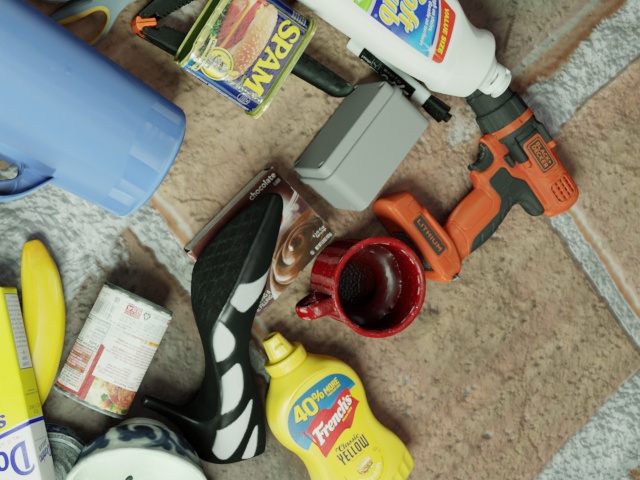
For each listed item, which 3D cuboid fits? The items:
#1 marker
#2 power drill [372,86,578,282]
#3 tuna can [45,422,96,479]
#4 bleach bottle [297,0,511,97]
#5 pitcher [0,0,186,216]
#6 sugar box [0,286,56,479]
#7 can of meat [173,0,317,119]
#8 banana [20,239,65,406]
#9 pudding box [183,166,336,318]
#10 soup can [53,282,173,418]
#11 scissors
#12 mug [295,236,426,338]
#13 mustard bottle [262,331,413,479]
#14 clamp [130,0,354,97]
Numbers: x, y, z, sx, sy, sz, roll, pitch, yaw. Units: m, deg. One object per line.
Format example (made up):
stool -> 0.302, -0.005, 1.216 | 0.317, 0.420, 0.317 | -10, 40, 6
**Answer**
marker -> 0.076, -0.153, 1.015 | 0.121, 0.020, 0.020 | 40, 79, 5
power drill -> 0.145, -0.064, 1.048 | 0.187, 0.057, 0.184 | -39, 99, -13
tuna can -> -0.241, 0.205, 0.934 | 0.086, 0.034, 0.086 | -1, 94, -20
bleach bottle -> 0.075, -0.215, 0.975 | 0.250, 0.068, 0.102 | 30, 81, -21
pitcher -> -0.240, -0.111, 0.868 | 0.242, 0.145, 0.149 | 31, 110, -22
sugar box -> -0.282, 0.133, 0.880 | 0.093, 0.048, 0.176 | -14, 84, 3
can of meat -> -0.066, -0.171, 0.927 | 0.083, 0.057, 0.102 | 32, 91, -21
banana -> -0.259, 0.100, 0.920 | 0.069, 0.037, 0.198 | 24, 85, -22
pudding box -> -0.056, 0.001, 0.987 | 0.113, 0.039, 0.090 | -47, 107, -11
soup can -> -0.180, 0.095, 0.932 | 0.068, 0.069, 0.102 | 27, 83, -20
scissors -> -0.164, -0.231, 0.905 | 0.202, 0.016, 0.096 | -31, 105, 9
mug -> 0.030, 0.045, 0.999 | 0.117, 0.082, 0.093 | -26, 102, -17
mustard bottle -> 0.004, 0.166, 1.009 | 0.096, 0.058, 0.191 | -37, 104, -16
clamp -> -0.065, -0.195, 0.974 | 0.209, 0.036, 0.164 | -16, 98, -19
